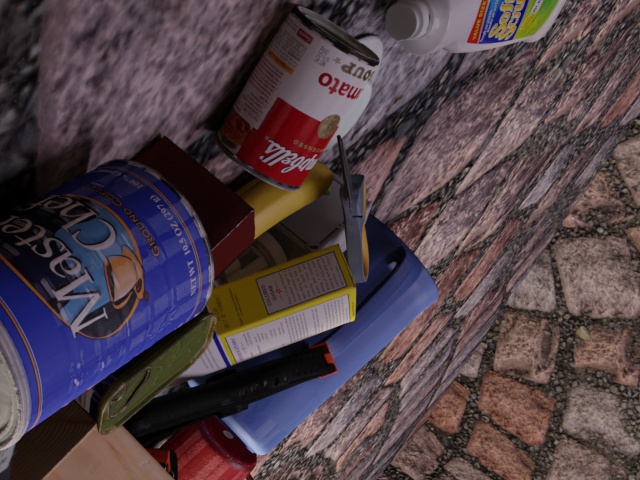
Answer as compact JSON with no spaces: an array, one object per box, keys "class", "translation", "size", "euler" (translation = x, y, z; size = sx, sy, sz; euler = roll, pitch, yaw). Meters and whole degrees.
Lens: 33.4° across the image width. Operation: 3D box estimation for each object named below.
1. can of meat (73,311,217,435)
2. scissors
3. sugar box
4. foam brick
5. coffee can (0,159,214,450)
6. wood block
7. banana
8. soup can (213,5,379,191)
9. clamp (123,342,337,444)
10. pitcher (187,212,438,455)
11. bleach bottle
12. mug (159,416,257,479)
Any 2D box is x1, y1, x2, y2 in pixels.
[{"class":"can of meat","translation":[-0.133,0.060,0.688],"size":[0.101,0.084,0.057],"euler":[-40,162,-36]},{"class":"scissors","translation":[0.024,-0.044,0.812],"size":[0.202,0.016,0.096],"euler":[81,9,-52]},{"class":"sugar box","translation":[-0.060,0.063,0.843],"size":[0.176,0.048,0.093],"euler":[-17,159,-5]},{"class":"foam brick","translation":[-0.086,-0.015,0.660],"size":[0.051,0.078,0.053],"euler":[-46,166,-19]},{"class":"coffee can","translation":[-0.139,0.029,0.560],"size":[0.140,0.103,0.103],"euler":[-35,159,-46]},{"class":"wood block","translation":[-0.142,0.204,0.773],"size":[0.090,0.091,0.206],"euler":[-46,123,-18]},{"class":"banana","translation":[-0.052,-0.014,0.817],"size":[0.197,0.037,0.070],"euler":[-34,147,-32]},{"class":"soup can","translation":[-0.015,-0.093,0.699],"size":[0.102,0.068,0.068],"euler":[-56,164,17]},{"class":"clamp","translation":[-0.087,0.134,0.908],"size":[0.209,0.036,0.165],"euler":[-16,170,-27]},{"class":"pitcher","translation":[-0.007,0.089,1.032],"size":[0.242,0.145,0.149],"euler":[-44,148,-12]},{"class":"bleach bottle","translation":[0.128,-0.196,0.887],"size":[0.250,0.068,0.103],"euler":[-29,154,-49]},{"class":"mug","translation":[-0.110,0.232,1.073],"size":[0.081,0.117,0.093],"euler":[-45,170,12]}]
